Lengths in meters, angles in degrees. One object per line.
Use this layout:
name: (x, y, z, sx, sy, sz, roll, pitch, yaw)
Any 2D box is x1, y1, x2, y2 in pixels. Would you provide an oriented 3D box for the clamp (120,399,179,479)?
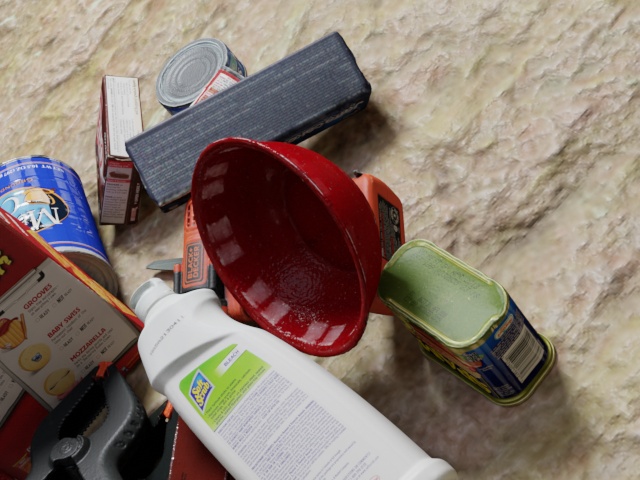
clamp: (-0.129, 0.198, 0.782, 0.120, 0.039, 0.171, 14, 68, 39)

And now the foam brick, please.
foam brick: (-0.071, 0.159, 0.763, 0.053, 0.051, 0.078, -13, 53, 27)

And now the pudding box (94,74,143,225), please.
pudding box: (-0.186, -0.083, 0.985, 0.039, 0.090, 0.113, -1, 48, -17)

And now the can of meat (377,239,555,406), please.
can of meat: (0.094, 0.053, 0.706, 0.057, 0.083, 0.102, -50, 47, -7)

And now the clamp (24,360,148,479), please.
clamp: (-0.169, 0.165, 0.774, 0.165, 0.036, 0.209, -10, 33, 22)

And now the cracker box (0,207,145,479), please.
cracker box: (-0.255, 0.075, 0.831, 0.164, 0.213, 0.072, -48, 46, -5)

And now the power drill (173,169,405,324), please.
power drill: (-0.028, 0.034, 0.802, 0.188, 0.057, 0.184, -13, 67, 27)

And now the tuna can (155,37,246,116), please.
tuna can: (-0.116, -0.152, 1.024, 0.086, 0.033, 0.086, -17, 51, 23)

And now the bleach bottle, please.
bleach bottle: (-0.033, 0.107, 0.710, 0.251, 0.068, 0.102, 42, 87, 24)

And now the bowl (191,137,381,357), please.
bowl: (-0.013, -0.005, 0.707, 0.162, 0.162, 0.055, 20, 42, 41)

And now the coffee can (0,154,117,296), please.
coffee can: (-0.248, 0.005, 0.953, 0.103, 0.102, 0.140, -36, 46, 7)
